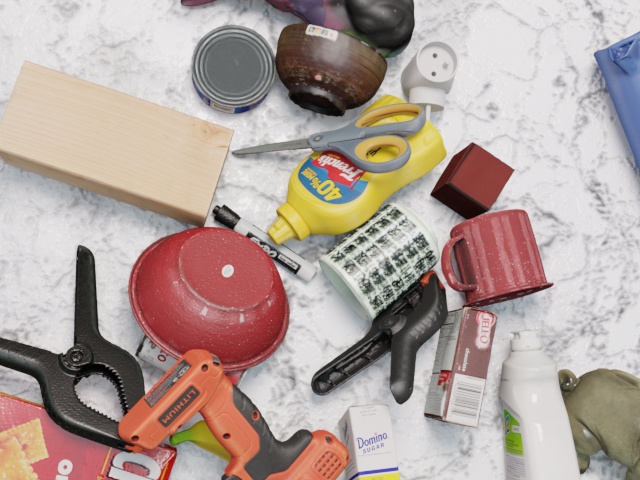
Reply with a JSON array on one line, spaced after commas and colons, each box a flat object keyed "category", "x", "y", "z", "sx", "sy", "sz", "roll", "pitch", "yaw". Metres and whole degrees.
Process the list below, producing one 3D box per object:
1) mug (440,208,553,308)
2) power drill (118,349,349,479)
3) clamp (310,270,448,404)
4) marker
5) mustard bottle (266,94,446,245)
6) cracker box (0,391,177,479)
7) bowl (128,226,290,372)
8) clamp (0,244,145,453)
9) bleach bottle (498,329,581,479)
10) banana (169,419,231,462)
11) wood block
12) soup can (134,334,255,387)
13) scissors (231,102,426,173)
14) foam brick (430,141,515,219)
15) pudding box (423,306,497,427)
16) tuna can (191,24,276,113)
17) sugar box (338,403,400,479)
[{"category": "mug", "x": 0.167, "y": 0.019, "z": 1.063, "sx": 0.117, "sy": 0.093, "sz": 0.081, "roll": -8, "pitch": 79, "yaw": -30}, {"category": "power drill", "x": -0.089, "y": 0.204, "z": 0.953, "sx": 0.184, "sy": 0.057, "sz": 0.187, "roll": -48, "pitch": 109, "yaw": -12}, {"category": "clamp", "x": 0.065, "y": 0.096, "z": 1.046, "sx": 0.171, "sy": 0.120, "sz": 0.039, "roll": -53, "pitch": 129, "yaw": -42}, {"category": "marker", "x": -0.057, "y": 0.001, "z": 1.075, "sx": 0.121, "sy": 0.020, "sz": 0.020, "roll": 34, "pitch": 80, "yaw": -2}, {"category": "mustard bottle", "x": 0.026, "y": -0.060, "z": 1.064, "sx": 0.191, "sy": 0.058, "sz": 0.096, "roll": -39, "pitch": 54, "yaw": -9}, {"category": "cracker box", "x": -0.260, "y": 0.240, "z": 0.994, "sx": 0.213, "sy": 0.072, "sz": 0.164, "roll": 19, "pitch": 80, "yaw": -5}, {"category": "bowl", "x": -0.097, "y": 0.042, "z": 1.008, "sx": 0.162, "sy": 0.055, "sz": 0.162, "roll": 13, "pitch": 50, "yaw": -16}, {"category": "clamp", "x": -0.224, "y": 0.106, "z": 0.996, "sx": 0.210, "sy": 0.036, "sz": 0.164, "roll": 41, "pitch": 58, "yaw": 11}, {"category": "bleach bottle", "x": 0.216, "y": 0.213, "z": 1.041, "sx": 0.068, "sy": 0.103, "sz": 0.251, "roll": -4, "pitch": 85, "yaw": -13}, {"category": "banana", "x": -0.056, "y": 0.231, "z": 1.030, "sx": 0.198, "sy": 0.037, "sz": 0.069, "roll": 38, "pitch": 49, "yaw": -5}, {"category": "wood block", "x": -0.197, "y": -0.090, "z": 1.034, "sx": 0.206, "sy": 0.090, "sz": 0.091, "roll": 18, "pitch": 81, "yaw": -5}, {"category": "soup can", "x": -0.119, "y": 0.107, "z": 1.031, "sx": 0.102, "sy": 0.068, "sz": 0.068, "roll": 29, "pitch": 80, "yaw": -2}, {"category": "scissors", "x": 0.007, "y": -0.085, "z": 1.038, "sx": 0.202, "sy": 0.016, "sz": 0.096, "roll": -16, "pitch": 43, "yaw": 12}, {"category": "foam brick", "x": 0.152, "y": -0.059, "z": 1.080, "sx": 0.051, "sy": 0.078, "sz": 0.053, "roll": 33, "pitch": 82, "yaw": -3}, {"category": "pudding box", "x": 0.137, "y": 0.124, "z": 1.049, "sx": 0.039, "sy": 0.090, "sz": 0.113, "roll": 14, "pitch": 82, "yaw": -4}, {"category": "tuna can", "x": -0.089, "y": -0.173, "z": 1.085, "sx": 0.086, "sy": 0.034, "sz": 0.086, "roll": 1, "pitch": 83, "yaw": -7}, {"category": "sugar box", "x": 0.053, "y": 0.248, "z": 1.006, "sx": 0.048, "sy": 0.093, "sz": 0.176, "roll": -3, "pitch": 73, "yaw": -7}]
